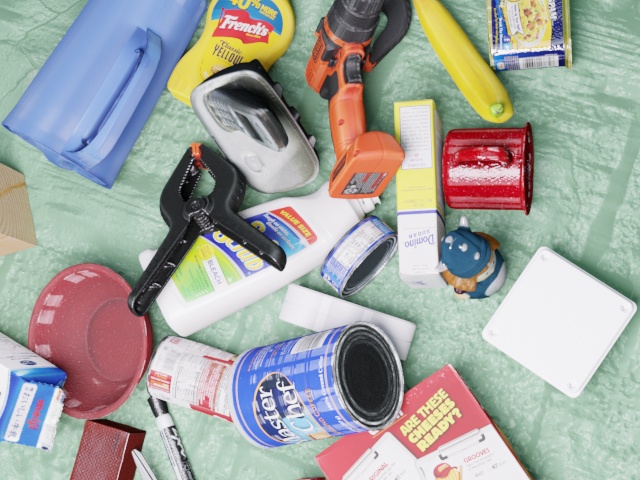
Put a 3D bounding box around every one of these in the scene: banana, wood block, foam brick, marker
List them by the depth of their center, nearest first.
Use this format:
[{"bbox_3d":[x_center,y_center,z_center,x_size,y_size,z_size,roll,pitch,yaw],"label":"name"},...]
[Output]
[{"bbox_3d":[0.151,-0.181,1.094,0.037,0.069,0.198,-28,53,0],"label":"banana"},{"bbox_3d":[-0.223,0.231,1.116,0.053,0.051,0.078,14,83,13],"label":"foam brick"},{"bbox_3d":[-0.155,0.215,1.121,0.020,0.020,0.121,-25,76,6],"label":"marker"},{"bbox_3d":[-0.436,-0.015,1.184,0.206,0.090,0.090,-16,77,9],"label":"wood block"}]

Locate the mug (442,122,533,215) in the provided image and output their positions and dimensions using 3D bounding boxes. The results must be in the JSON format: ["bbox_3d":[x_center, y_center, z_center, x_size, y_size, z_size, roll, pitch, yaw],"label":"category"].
[{"bbox_3d":[0.165,-0.073,1.058,0.082,0.117,0.093,1,84,17],"label":"mug"}]

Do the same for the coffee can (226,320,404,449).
[{"bbox_3d":[-0.006,0.141,1.026,0.141,0.102,0.103,-18,75,39],"label":"coffee can"}]

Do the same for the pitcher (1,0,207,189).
[{"bbox_3d":[-0.220,-0.185,1.147,0.149,0.145,0.243,29,84,14],"label":"pitcher"}]

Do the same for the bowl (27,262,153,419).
[{"bbox_3d":[-0.231,0.105,1.125,0.162,0.055,0.162,-2,87,29],"label":"bowl"}]

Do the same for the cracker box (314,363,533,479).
[{"bbox_3d":[0.123,0.253,1.029,0.164,0.072,0.214,-35,74,3],"label":"cracker box"}]

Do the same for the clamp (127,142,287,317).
[{"bbox_3d":[-0.128,-0.018,1.089,0.164,0.036,0.210,-22,46,5],"label":"clamp"}]

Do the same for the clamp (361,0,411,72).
[{"bbox_3d":[0.054,-0.272,1.153,0.120,0.039,0.171,18,84,14],"label":"clamp"}]

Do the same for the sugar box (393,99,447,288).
[{"bbox_3d":[0.101,-0.044,1.075,0.048,0.093,0.176,-1,79,12],"label":"sugar box"}]

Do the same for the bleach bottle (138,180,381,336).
[{"bbox_3d":[-0.057,0.001,1.118,0.251,0.068,0.102,-28,68,2],"label":"bleach bottle"}]

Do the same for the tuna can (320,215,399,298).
[{"bbox_3d":[0.040,0.016,1.081,0.034,0.086,0.086,43,90,17],"label":"tuna can"}]

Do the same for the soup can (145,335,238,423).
[{"bbox_3d":[-0.120,0.143,1.101,0.102,0.068,0.068,15,83,14],"label":"soup can"}]

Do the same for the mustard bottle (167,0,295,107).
[{"bbox_3d":[-0.082,-0.225,1.164,0.096,0.058,0.191,27,86,6],"label":"mustard bottle"}]

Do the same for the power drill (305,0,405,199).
[{"bbox_3d":[0.037,-0.149,1.055,0.057,0.185,0.187,-1,66,-15],"label":"power drill"}]

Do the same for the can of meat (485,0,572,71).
[{"bbox_3d":[0.216,-0.226,1.103,0.084,0.057,0.102,-3,80,13],"label":"can of meat"}]
